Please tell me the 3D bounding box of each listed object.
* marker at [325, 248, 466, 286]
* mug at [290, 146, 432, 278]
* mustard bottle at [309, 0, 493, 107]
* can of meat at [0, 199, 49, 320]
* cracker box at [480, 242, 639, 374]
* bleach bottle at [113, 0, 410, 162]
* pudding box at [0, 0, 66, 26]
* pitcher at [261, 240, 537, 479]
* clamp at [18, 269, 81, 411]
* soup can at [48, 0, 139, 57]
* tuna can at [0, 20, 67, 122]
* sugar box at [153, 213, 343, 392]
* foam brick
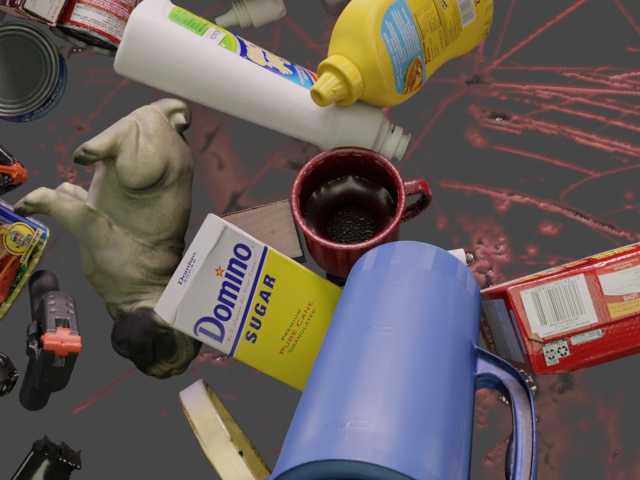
[{"bbox_3d":[0.065,0.025,0.922,0.121,0.020,0.020,-8,84,1],"label":"marker"},{"bbox_3d":[0.036,-0.022,0.888,0.117,0.081,0.093,-19,66,-4],"label":"mug"},{"bbox_3d":[0.062,-0.166,0.875,0.058,0.096,0.191,21,52,42],"label":"mustard bottle"},{"bbox_3d":[-0.289,0.010,0.898,0.083,0.058,0.102,34,87,-36],"label":"can of meat"},{"bbox_3d":[0.214,0.047,0.818,0.164,0.213,0.072,-16,86,0],"label":"cracker box"},{"bbox_3d":[-0.043,-0.129,0.912,0.250,0.102,0.068,22,110,-4],"label":"bleach bottle"},{"bbox_3d":[-0.232,-0.242,0.906,0.039,0.090,0.113,22,91,-35],"label":"pudding box"},{"bbox_3d":[0.060,0.112,0.755,0.149,0.242,0.145,33,130,-12],"label":"pitcher"},{"bbox_3d":[-0.219,0.072,0.863,0.039,0.172,0.120,0,77,-25],"label":"clamp"},{"bbox_3d":[-0.188,-0.220,0.931,0.068,0.068,0.102,17,85,3],"label":"soup can"},{"bbox_3d":[-0.269,-0.148,0.943,0.086,0.034,0.086,0,84,2],"label":"tuna can"},{"bbox_3d":[-0.036,0.060,0.866,0.176,0.048,0.093,29,90,-28],"label":"sugar box"},{"bbox_3d":[-0.056,0.001,0.911,0.078,0.053,0.051,-14,84,1],"label":"foam brick"}]
